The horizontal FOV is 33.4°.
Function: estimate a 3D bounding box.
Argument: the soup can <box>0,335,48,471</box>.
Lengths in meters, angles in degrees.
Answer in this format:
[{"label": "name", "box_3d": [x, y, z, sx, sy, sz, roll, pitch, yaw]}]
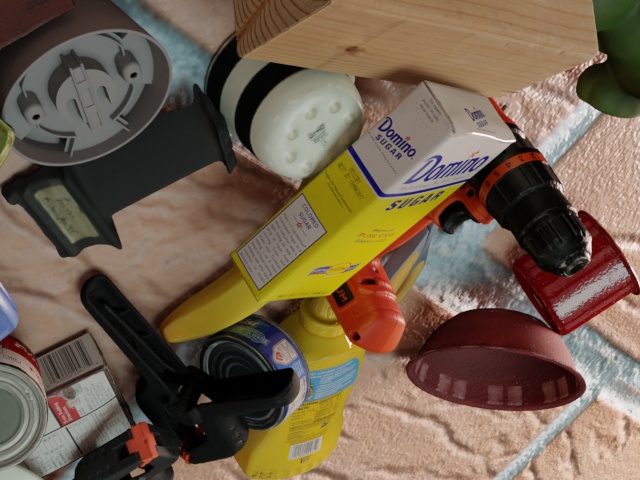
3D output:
[{"label": "soup can", "box_3d": [-0.206, 0.098, 0.665, 0.068, 0.102, 0.068, -2, 95, -17]}]

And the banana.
[{"label": "banana", "box_3d": [-0.039, 0.006, 0.779, 0.069, 0.037, 0.198, 28, 107, -31]}]

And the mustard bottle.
[{"label": "mustard bottle", "box_3d": [-0.012, 0.113, 0.882, 0.096, 0.058, 0.192, -10, 133, -31]}]

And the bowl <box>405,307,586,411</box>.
[{"label": "bowl", "box_3d": [0.161, 0.104, 0.974, 0.162, 0.055, 0.162, 8, 154, 4]}]

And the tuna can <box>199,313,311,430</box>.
[{"label": "tuna can", "box_3d": [-0.051, 0.101, 0.814, 0.033, 0.086, 0.086, -34, 148, -45]}]

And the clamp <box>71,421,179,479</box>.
[{"label": "clamp", "box_3d": [-0.162, 0.180, 0.812, 0.120, 0.039, 0.172, -24, 161, -22]}]

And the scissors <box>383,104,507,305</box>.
[{"label": "scissors", "box_3d": [0.094, -0.015, 0.870, 0.201, 0.016, 0.096, -54, 164, -4]}]

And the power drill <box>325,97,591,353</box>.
[{"label": "power drill", "box_3d": [0.085, -0.004, 0.761, 0.188, 0.184, 0.057, -45, 141, 22]}]

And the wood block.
[{"label": "wood block", "box_3d": [0.058, -0.149, 0.629, 0.205, 0.090, 0.091, 2, 167, -37]}]

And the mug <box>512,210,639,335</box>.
[{"label": "mug", "box_3d": [0.232, 0.037, 0.979, 0.081, 0.093, 0.117, -34, 154, 1]}]

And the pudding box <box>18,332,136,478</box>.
[{"label": "pudding box", "box_3d": [-0.198, 0.127, 0.769, 0.113, 0.039, 0.090, -25, 142, -12]}]

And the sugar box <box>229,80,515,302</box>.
[{"label": "sugar box", "box_3d": [0.034, -0.027, 0.686, 0.176, 0.048, 0.093, -39, 162, 27]}]

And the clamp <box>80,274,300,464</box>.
[{"label": "clamp", "box_3d": [-0.103, 0.107, 0.784, 0.036, 0.164, 0.210, -57, 173, -31]}]
